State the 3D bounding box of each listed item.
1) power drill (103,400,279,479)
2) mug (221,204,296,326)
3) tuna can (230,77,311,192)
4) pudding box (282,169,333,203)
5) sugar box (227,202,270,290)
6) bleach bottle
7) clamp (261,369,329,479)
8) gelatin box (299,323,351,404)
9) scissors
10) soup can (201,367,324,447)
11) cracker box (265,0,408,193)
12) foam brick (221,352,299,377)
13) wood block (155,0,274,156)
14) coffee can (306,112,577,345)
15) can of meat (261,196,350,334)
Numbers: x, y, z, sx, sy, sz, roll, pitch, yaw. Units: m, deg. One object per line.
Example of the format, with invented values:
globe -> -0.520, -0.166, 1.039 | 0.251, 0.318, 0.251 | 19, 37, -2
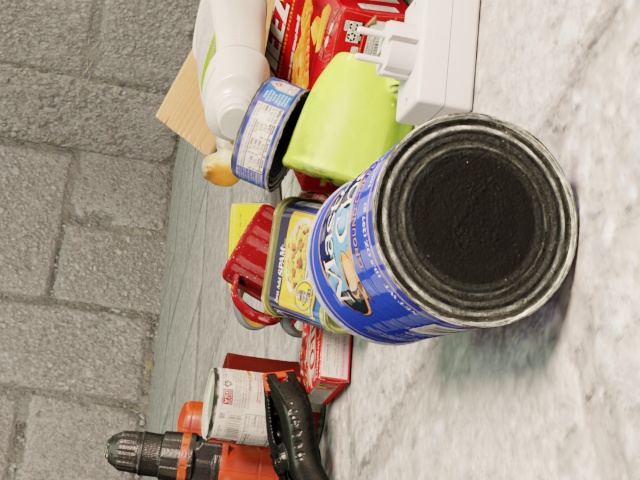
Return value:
power drill -> -0.121, 0.214, 1.111 | 0.187, 0.184, 0.057 | -109, 29, -86
mug -> -0.042, 0.027, 0.975 | 0.117, 0.081, 0.093 | -61, 2, -37
tuna can -> -0.038, -0.083, 0.834 | 0.086, 0.034, 0.086 | 23, -91, -82
pudding box -> -0.016, -0.054, 1.114 | 0.114, 0.039, 0.090 | 119, 157, -54
sugar box -> -0.068, 0.004, 1.189 | 0.176, 0.048, 0.093 | -26, -61, -83
bleach bottle -> -0.079, -0.152, 0.955 | 0.251, 0.068, 0.103 | -99, 20, -57
clamp -> -0.016, 0.184, 0.884 | 0.120, 0.039, 0.171 | -48, 51, 56
gelatin box -> 0.004, 0.090, 0.927 | 0.073, 0.030, 0.089 | 122, 154, -62
scissors -> -0.057, 0.001, 1.039 | 0.016, 0.096, 0.202 | -24, 82, 59
soup can -> -0.053, 0.155, 0.977 | 0.068, 0.102, 0.068 | -172, 90, -79
cracker box -> 0.005, -0.161, 0.951 | 0.214, 0.072, 0.164 | -115, 34, -56
foam brick -> -0.063, 0.154, 1.090 | 0.051, 0.078, 0.053 | 114, 161, -47
wood block -> -0.089, -0.204, 1.224 | 0.206, 0.091, 0.090 | -58, -18, 18
coffee can -> 0.057, 0.000, 0.561 | 0.140, 0.102, 0.103 | 146, 131, -74
can of meat -> 0.003, 0.020, 0.857 | 0.084, 0.057, 0.102 | 14, 97, 53
